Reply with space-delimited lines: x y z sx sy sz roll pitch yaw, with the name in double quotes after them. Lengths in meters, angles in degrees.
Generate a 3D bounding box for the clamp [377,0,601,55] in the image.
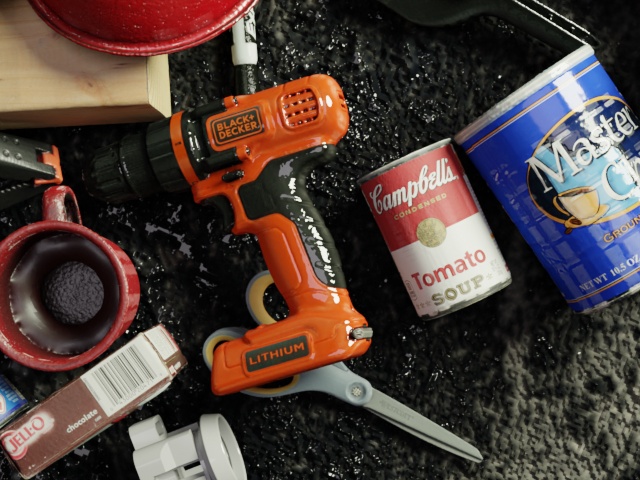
0.107 -0.170 0.704 0.172 0.039 0.120 -4 112 20 "clamp"

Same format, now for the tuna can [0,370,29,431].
-0.231 0.123 0.691 0.086 0.086 0.034 -42 90 0 "tuna can"

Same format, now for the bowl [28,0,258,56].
-0.106 -0.191 0.629 0.162 0.055 0.162 -1 67 2 "bowl"

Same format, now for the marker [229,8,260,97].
-0.054 -0.151 0.728 0.020 0.020 0.121 -4 89 0 "marker"

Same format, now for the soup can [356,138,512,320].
0.075 -0.007 0.699 0.068 0.068 0.102 -24 89 0 "soup can"

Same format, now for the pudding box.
-0.144 0.101 0.688 0.113 0.090 0.039 -33 91 -1 "pudding box"

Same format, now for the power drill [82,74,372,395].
-0.055 0.001 0.690 0.184 0.057 0.187 -17 84 14 "power drill"

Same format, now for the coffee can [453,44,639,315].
0.166 -0.038 0.681 0.103 0.103 0.140 -34 89 0 "coffee can"

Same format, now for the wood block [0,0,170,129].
-0.208 -0.121 0.693 0.206 0.091 0.090 -3 89 1 "wood block"

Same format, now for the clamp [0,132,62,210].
-0.277 -0.033 0.692 0.209 0.165 0.036 -4 62 -20 "clamp"

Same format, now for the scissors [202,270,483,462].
0.022 0.081 0.724 0.202 0.016 0.096 13 89 1 "scissors"

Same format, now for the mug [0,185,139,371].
-0.165 0.023 0.694 0.093 0.081 0.117 -7 89 0 "mug"
